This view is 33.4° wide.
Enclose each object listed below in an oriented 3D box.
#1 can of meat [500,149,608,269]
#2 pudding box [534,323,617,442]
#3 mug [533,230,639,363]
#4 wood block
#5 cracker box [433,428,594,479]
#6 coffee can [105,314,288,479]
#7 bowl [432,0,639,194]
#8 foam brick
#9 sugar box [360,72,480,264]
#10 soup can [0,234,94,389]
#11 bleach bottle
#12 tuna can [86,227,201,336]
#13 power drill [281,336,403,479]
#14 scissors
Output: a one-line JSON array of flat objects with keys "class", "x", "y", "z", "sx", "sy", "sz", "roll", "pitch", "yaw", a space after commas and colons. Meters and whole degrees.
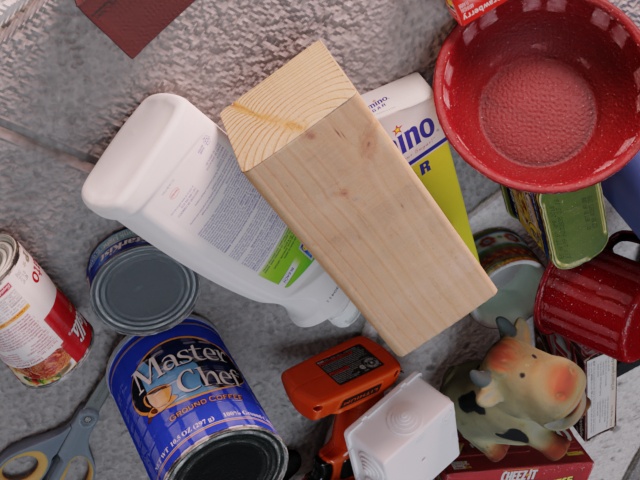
[{"class": "can of meat", "x": 0.186, "y": -0.039, "z": 0.860, "sx": 0.057, "sy": 0.084, "sz": 0.102, "roll": -24, "pitch": 128, "yaw": -2}, {"class": "pudding box", "x": 0.234, "y": 0.114, "z": 0.982, "sx": 0.039, "sy": 0.090, "sz": 0.113, "roll": -21, "pitch": 129, "yaw": -8}, {"class": "mug", "x": 0.245, "y": 0.042, "z": 0.896, "sx": 0.117, "sy": 0.082, "sz": 0.093, "roll": -52, "pitch": 141, "yaw": -18}, {"class": "wood block", "x": 0.029, "y": -0.025, "z": 0.757, "sx": 0.090, "sy": 0.091, "sz": 0.206, "roll": -35, "pitch": 125, "yaw": 7}, {"class": "cracker box", "x": 0.164, "y": 0.288, "z": 1.093, "sx": 0.164, "sy": 0.072, "sz": 0.214, "roll": 0, "pitch": 123, "yaw": -20}, {"class": "coffee can", "x": -0.100, "y": 0.139, "z": 0.840, "sx": 0.102, "sy": 0.140, "sz": 0.103, "roll": -16, "pitch": 130, "yaw": -20}, {"class": "bowl", "x": 0.163, "y": -0.105, "z": 0.789, "sx": 0.162, "sy": 0.162, "sz": 0.055, "roll": -25, "pitch": 165, "yaw": -1}, {"class": "foam brick", "x": -0.115, "y": -0.167, "z": 0.684, "sx": 0.078, "sy": 0.051, "sz": 0.053, "roll": -39, "pitch": 126, "yaw": 10}, {"class": "sugar box", "x": 0.062, "y": -0.036, "z": 0.843, "sx": 0.093, "sy": 0.048, "sz": 0.176, "roll": -23, "pitch": 129, "yaw": -2}, {"class": "soup can", "x": -0.224, "y": 0.053, "z": 0.791, "sx": 0.068, "sy": 0.068, "sz": 0.102, "roll": -30, "pitch": 128, "yaw": 2}, {"class": "bleach bottle", "x": -0.055, "y": 0.001, "z": 0.805, "sx": 0.250, "sy": 0.068, "sz": 0.102, "roll": 42, "pitch": 75, "yaw": -38}, {"class": "tuna can", "x": -0.137, "y": 0.030, "z": 0.827, "sx": 0.086, "sy": 0.034, "sz": 0.086, "roll": -9, "pitch": 126, "yaw": -13}, {"class": "power drill", "x": 0.001, "y": 0.187, "z": 0.945, "sx": 0.184, "sy": 0.057, "sz": 0.188, "roll": -23, "pitch": 134, "yaw": -33}, {"class": "scissors", "x": -0.217, "y": 0.152, "z": 0.896, "sx": 0.096, "sy": 0.016, "sz": 0.202, "roll": 6, "pitch": 121, "yaw": -23}]
